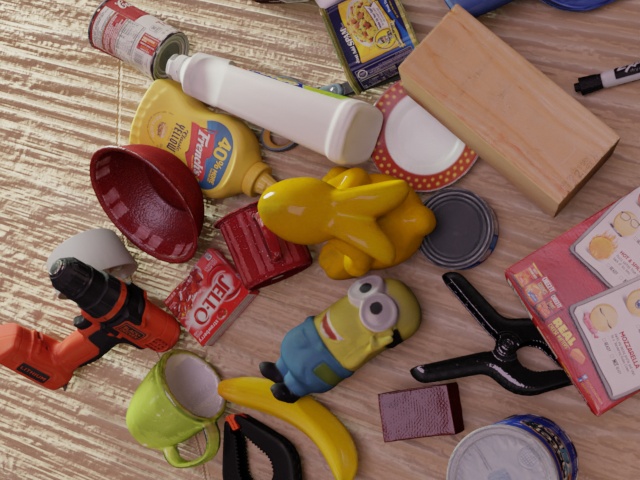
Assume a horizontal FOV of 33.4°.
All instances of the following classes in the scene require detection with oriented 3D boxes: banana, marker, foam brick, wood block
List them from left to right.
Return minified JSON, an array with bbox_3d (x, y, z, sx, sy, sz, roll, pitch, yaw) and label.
[{"bbox_3d":[-0.025,0.199,1.158,0.198,0.037,0.069,38,58,25],"label":"banana"},{"bbox_3d":[0.105,0.179,1.112,0.078,0.051,0.053,-10,81,20],"label":"foam brick"},{"bbox_3d":[0.186,-0.127,1.065,0.206,0.090,0.090,42,91,13],"label":"wood block"},{"bbox_3d":[0.316,-0.169,1.073,0.121,0.020,0.020,-13,81,20],"label":"marker"}]

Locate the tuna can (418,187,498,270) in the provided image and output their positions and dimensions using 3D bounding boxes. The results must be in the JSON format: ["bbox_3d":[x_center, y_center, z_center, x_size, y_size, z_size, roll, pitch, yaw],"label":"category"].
[{"bbox_3d":[0.143,-0.011,1.121,0.086,0.033,0.086,-2,85,21],"label":"tuna can"}]

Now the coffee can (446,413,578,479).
[{"bbox_3d":[0.188,0.223,1.029,0.103,0.140,0.103,-2,85,21],"label":"coffee can"}]

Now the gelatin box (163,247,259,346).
[{"bbox_3d":[-0.126,0.065,1.222,0.073,0.030,0.089,45,102,18],"label":"gelatin box"}]

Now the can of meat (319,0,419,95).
[{"bbox_3d":[0.056,-0.221,1.150,0.084,0.057,0.102,-24,69,11],"label":"can of meat"}]

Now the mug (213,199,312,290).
[{"bbox_3d":[-0.058,0.001,1.159,0.093,0.117,0.081,-21,83,-11],"label":"mug"}]

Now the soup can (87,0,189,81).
[{"bbox_3d":[-0.214,-0.236,1.259,0.102,0.068,0.068,31,97,20],"label":"soup can"}]

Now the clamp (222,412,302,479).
[{"bbox_3d":[-0.057,0.291,1.174,0.165,0.036,0.210,-40,71,14],"label":"clamp"}]

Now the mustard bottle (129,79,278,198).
[{"bbox_3d":[-0.126,-0.102,1.219,0.192,0.058,0.096,32,108,20],"label":"mustard bottle"}]

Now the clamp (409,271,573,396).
[{"bbox_3d":[0.184,0.099,1.083,0.171,0.039,0.120,11,77,3],"label":"clamp"}]

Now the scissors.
[{"bbox_3d":[0.009,-0.146,1.193,0.202,0.016,0.096,3,88,21],"label":"scissors"}]

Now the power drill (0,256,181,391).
[{"bbox_3d":[-0.281,0.098,1.209,0.188,0.184,0.057,-24,46,27],"label":"power drill"}]

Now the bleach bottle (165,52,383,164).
[{"bbox_3d":[-0.063,-0.153,1.156,0.251,0.102,0.068,23,101,22],"label":"bleach bottle"}]

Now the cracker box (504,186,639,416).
[{"bbox_3d":[0.309,0.044,1.019,0.214,0.072,0.164,-33,76,6],"label":"cracker box"}]

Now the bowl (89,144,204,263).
[{"bbox_3d":[-0.186,-0.053,1.214,0.162,0.162,0.055,27,51,24],"label":"bowl"}]
